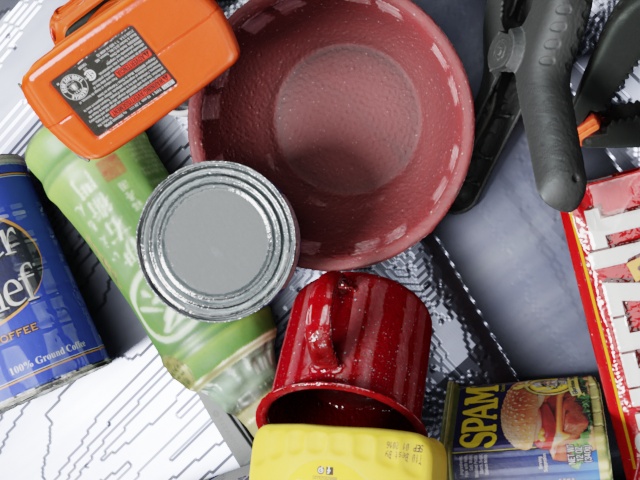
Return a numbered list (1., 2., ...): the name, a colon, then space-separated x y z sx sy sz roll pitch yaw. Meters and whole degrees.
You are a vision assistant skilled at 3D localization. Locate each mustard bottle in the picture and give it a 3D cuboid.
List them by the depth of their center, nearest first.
1. mustard bottle: 0.007 0.187 0.509 0.096 0.058 0.191 -1 75 22

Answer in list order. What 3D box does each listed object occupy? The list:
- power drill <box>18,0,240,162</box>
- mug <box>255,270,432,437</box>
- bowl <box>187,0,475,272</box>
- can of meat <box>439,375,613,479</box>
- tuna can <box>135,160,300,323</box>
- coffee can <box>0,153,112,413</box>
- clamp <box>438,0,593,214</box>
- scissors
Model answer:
1. power drill: -0.078 -0.129 0.568 0.185 0.187 0.057 -34 114 16
2. mug: 0.014 0.064 0.580 0.093 0.117 0.081 -4 48 20
3. bowl: 0.009 -0.066 0.604 0.162 0.055 0.162 3 101 14
4. can of meat: 0.110 0.114 0.569 0.084 0.102 0.057 -7 108 13
5. tuna can: -0.054 0.001 0.576 0.086 0.033 0.086 0 89 6
6. coffee can: -0.202 0.031 0.650 0.103 0.102 0.140 -25 87 16
7. clamp: 0.105 -0.090 0.575 0.039 0.120 0.171 15 76 -28
8. scissors: -0.017 0.146 0.651 0.096 0.016 0.202 -17 89 14
